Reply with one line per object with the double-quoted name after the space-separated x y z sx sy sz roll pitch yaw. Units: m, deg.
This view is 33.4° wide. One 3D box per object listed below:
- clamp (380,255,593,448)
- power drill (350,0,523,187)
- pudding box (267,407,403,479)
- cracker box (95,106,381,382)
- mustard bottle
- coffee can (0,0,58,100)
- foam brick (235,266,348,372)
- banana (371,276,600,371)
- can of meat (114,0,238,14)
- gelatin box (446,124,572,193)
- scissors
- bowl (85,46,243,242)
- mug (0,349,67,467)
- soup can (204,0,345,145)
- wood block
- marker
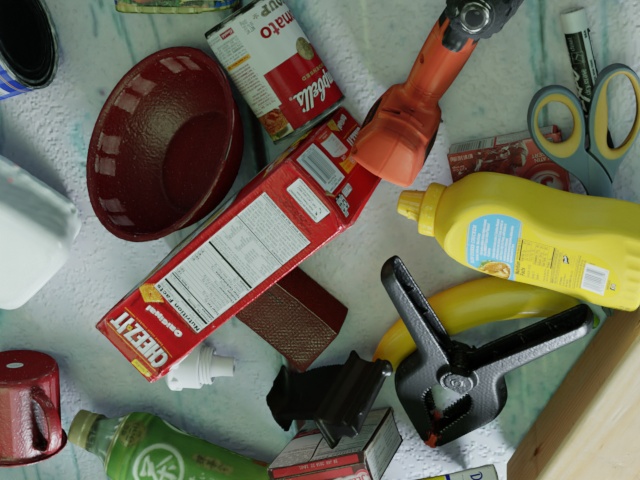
0.105 0.097 0.870 0.164 0.036 0.210 20 136 -2 "clamp"
0.089 -0.130 0.750 0.057 0.184 0.188 31 125 0 "power drill"
0.015 0.186 0.923 0.090 0.113 0.039 -14 98 19 "pudding box"
-0.055 0.001 0.838 0.214 0.164 0.072 -39 96 24 "cracker box"
0.150 -0.006 0.798 0.192 0.058 0.096 15 149 15 "mustard bottle"
-0.301 -0.155 0.868 0.140 0.102 0.103 -13 108 18 "coffee can"
-0.024 0.062 0.917 0.078 0.051 0.053 41 114 -5 "foam brick"
0.127 0.067 0.890 0.198 0.037 0.069 -14 107 19 "banana"
-0.114 -0.221 0.822 0.102 0.057 0.084 4 115 13 "can of meat"
0.151 -0.045 0.842 0.089 0.030 0.073 -10 109 18 "gelatin box"
0.196 -0.036 0.813 0.096 0.016 0.202 4 111 -5 "scissors"
-0.115 -0.071 0.857 0.162 0.055 0.162 -12 69 34 "bowl"
-0.277 0.157 0.990 0.117 0.093 0.081 21 115 44 "mug"
-0.035 -0.135 0.830 0.069 0.068 0.102 -29 102 22 "soup can"
0.239 0.150 0.865 0.090 0.090 0.206 27 115 -2 "wood block"
0.203 -0.115 0.807 0.020 0.020 0.121 -12 109 18 "marker"
